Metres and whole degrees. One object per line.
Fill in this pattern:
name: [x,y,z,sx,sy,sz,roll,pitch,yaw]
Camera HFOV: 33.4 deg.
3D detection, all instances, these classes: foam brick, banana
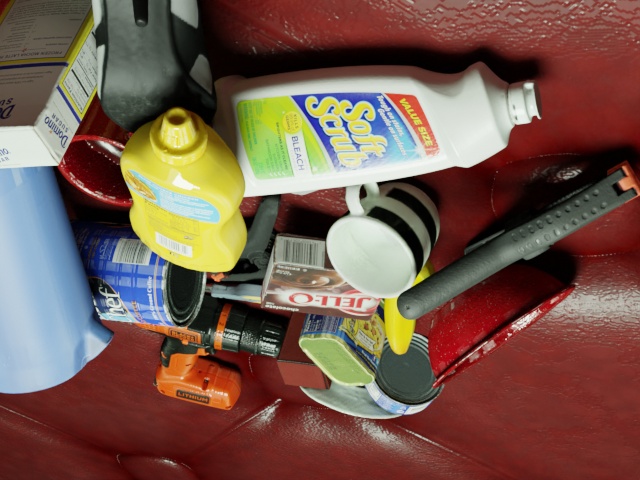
foam brick: [-0.009,0.113,1.154,0.051,0.078,0.053,5,143,17]
banana: [0.083,0.055,1.037,0.037,0.069,0.198,1,160,-3]

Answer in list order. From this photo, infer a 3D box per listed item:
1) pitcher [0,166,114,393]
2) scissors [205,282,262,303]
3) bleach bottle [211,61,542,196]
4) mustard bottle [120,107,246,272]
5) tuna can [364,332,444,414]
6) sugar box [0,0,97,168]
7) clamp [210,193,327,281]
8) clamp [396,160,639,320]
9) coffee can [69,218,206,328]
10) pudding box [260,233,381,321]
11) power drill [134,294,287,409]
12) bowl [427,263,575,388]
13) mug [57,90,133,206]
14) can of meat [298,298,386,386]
pitcher: [-0.288,0.007,0.945,0.145,0.149,0.243,45,148,44]
scissors: [-0.104,0.052,1.135,0.202,0.016,0.096,8,171,12]
bleach bottle: [0.043,-0.097,0.827,0.251,0.068,0.102,-7,103,22]
mustard bottle: [-0.105,-0.043,0.820,0.096,0.058,0.192,24,155,8]
tuna can: [0.089,0.143,1.147,0.086,0.086,0.034,19,148,-4]
sugar box: [-0.208,-0.130,0.792,0.093,0.176,0.048,0,143,23]
clamp: [-0.057,0.001,1.044,0.172,0.039,0.120,-17,136,35]
clamp: [0.174,-0.006,0.895,0.210,0.164,0.036,-32,89,26]
coffee can: [-0.201,0.033,1.094,0.140,0.102,0.103,4,145,17]
pudding box: [0.005,0.036,1.015,0.113,0.039,0.090,9,147,-6]
power drill: [-0.127,0.129,1.249,0.184,0.057,0.188,16,144,4]
bowl: [0.155,0.069,0.991,0.055,0.161,0.162,54,148,13]
mug: [-0.164,-0.094,0.913,0.093,0.081,0.117,30,144,-20]
can of meat: [0.026,0.090,1.099,0.058,0.084,0.102,-9,139,33]
